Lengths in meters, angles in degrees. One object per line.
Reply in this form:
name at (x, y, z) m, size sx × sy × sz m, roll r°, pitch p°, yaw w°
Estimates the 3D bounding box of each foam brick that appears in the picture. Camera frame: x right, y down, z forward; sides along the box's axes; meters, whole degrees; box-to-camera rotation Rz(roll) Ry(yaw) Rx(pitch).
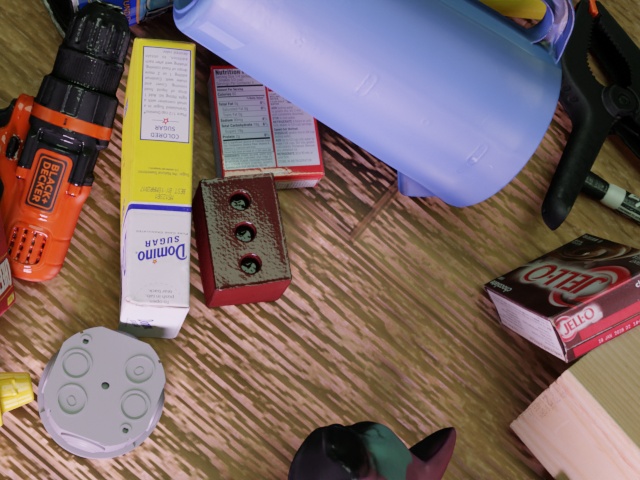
foam brick at (-0.055, 0.001, 0.721) m, size 0.053 × 0.051 × 0.078 m, roll -7°, pitch 76°, yaw -16°

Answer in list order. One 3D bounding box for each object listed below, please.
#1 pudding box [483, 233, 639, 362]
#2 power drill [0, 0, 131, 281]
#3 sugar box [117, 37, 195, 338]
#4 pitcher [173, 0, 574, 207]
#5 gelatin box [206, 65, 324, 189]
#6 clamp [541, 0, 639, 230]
pudding box at (0.176, 0.036, 0.729) m, size 0.090 × 0.113 × 0.039 m, roll -25°, pitch 102°, yaw -9°
power drill at (-0.226, -0.084, 0.671) m, size 0.187 × 0.057 × 0.184 m, roll 19°, pitch 94°, yaw -5°
sugar box at (-0.108, -0.031, 0.695) m, size 0.048 × 0.093 × 0.176 m, roll 5°, pitch 72°, yaw -12°
pitcher at (0.037, -0.137, 0.699) m, size 0.242 × 0.145 × 0.149 m, roll 27°, pitch 79°, yaw -25°
gelatin box at (-0.040, -0.081, 0.761) m, size 0.073 × 0.030 × 0.089 m, roll -4°, pitch 75°, yaw -14°
clamp at (0.215, -0.094, 0.814) m, size 0.164 × 0.036 × 0.210 m, roll -5°, pitch 68°, yaw -26°
